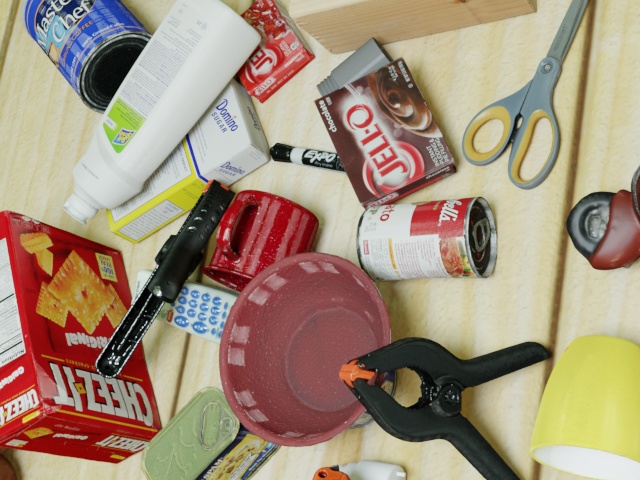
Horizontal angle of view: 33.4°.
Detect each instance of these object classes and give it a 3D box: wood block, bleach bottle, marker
[{"bbox_3d":[0.083,-0.244,0.972,0.206,0.090,0.090,-6,72,28],"label":"wood block"},{"bbox_3d":[-0.169,-0.127,1.046,0.251,0.068,0.103,-52,46,2],"label":"bleach bottle"},{"bbox_3d":[0.002,-0.076,1.006,0.121,0.020,0.020,13,81,33],"label":"marker"}]

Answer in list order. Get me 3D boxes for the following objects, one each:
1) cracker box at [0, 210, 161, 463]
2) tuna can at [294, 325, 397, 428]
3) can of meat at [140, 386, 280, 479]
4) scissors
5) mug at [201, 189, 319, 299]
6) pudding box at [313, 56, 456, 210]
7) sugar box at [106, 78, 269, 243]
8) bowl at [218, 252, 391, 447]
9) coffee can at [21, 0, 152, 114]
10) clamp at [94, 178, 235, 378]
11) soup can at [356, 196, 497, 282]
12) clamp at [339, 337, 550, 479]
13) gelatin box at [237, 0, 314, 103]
[{"bbox_3d":[-0.242,0.091,1.006,0.072,0.164,0.214,-30,61,21],"label":"cracker box"},{"bbox_3d":[0.021,0.117,0.921,0.086,0.033,0.086,-10,69,27],"label":"tuna can"},{"bbox_3d":[-0.092,0.182,0.936,0.102,0.083,0.057,-46,57,9],"label":"can of meat"},{"bbox_3d":[0.179,-0.141,0.927,0.096,0.016,0.201,4,76,31],"label":"scissors"},{"bbox_3d":[-0.056,0.001,0.959,0.093,0.117,0.081,12,75,32],"label":"mug"},{"bbox_3d":[0.058,-0.092,0.948,0.090,0.039,0.113,-26,71,5],"label":"pudding box"},{"bbox_3d":[-0.140,-0.080,1.075,0.176,0.048,0.093,-28,58,16],"label":"sugar box"},{"bbox_3d":[-0.004,0.094,0.888,0.162,0.055,0.162,-10,69,27],"label":"bowl"},{"bbox_3d":[-0.245,-0.217,1.148,0.103,0.102,0.140,-47,57,8],"label":"coffee can"},{"bbox_3d":[-0.135,0.024,0.972,0.165,0.036,0.209,-48,11,41],"label":"clamp"},{"bbox_3d":[0.090,0.001,0.900,0.102,0.068,0.068,-4,72,29],"label":"soup can"},{"bbox_3d":[0.101,0.112,0.822,0.039,0.171,0.120,-25,42,64],"label":"clamp"},{"bbox_3d":[-0.057,-0.194,1.073,0.073,0.030,0.089,-38,59,15],"label":"gelatin box"}]
